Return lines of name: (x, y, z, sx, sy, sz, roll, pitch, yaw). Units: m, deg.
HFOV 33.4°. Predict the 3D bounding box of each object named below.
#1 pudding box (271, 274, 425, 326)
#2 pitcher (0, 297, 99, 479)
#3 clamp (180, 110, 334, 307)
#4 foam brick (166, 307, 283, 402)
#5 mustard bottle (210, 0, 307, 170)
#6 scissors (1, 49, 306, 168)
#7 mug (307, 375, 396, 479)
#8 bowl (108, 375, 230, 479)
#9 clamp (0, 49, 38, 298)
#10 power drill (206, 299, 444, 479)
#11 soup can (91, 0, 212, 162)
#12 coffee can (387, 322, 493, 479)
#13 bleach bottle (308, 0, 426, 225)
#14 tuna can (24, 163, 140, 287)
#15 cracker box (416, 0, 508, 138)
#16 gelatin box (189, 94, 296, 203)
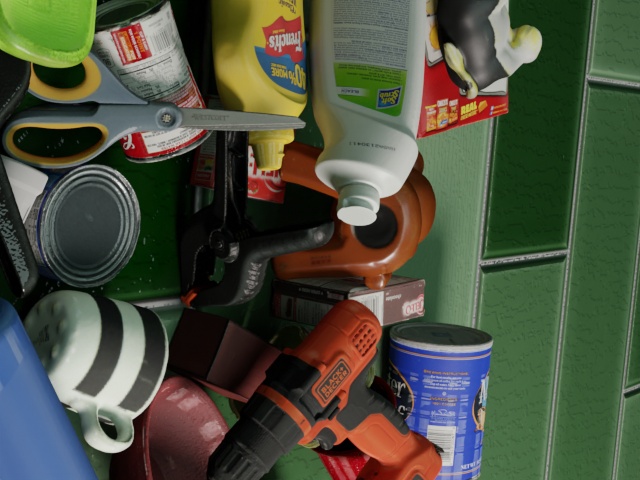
pudding box: (0.026, 0.051, 0.948, 0.113, 0.090, 0.039, -5, 100, -50)
pitcher: (-0.212, 0.164, 0.665, 0.149, 0.145, 0.243, -47, 128, -50)
clamp: (-0.055, 0.001, 0.798, 0.039, 0.120, 0.172, -18, 146, -39)
foam brick: (-0.077, 0.095, 0.861, 0.078, 0.053, 0.051, 37, 69, -48)
mustard bottle: (-0.045, -0.149, 0.810, 0.096, 0.058, 0.191, 5, 81, -64)
scissors: (-0.114, -0.100, 0.709, 0.201, 0.016, 0.096, -13, 113, -8)
mug: (0.035, 0.175, 1.000, 0.117, 0.093, 0.081, -95, 165, -47)
bowl: (-0.111, 0.186, 0.804, 0.162, 0.055, 0.162, 58, 19, -34)
clamp: (-0.235, -0.079, 0.629, 0.164, 0.036, 0.210, 11, 80, -34)
power drill: (0.011, 0.167, 0.856, 0.184, 0.057, 0.187, -47, 128, -18)
soup can: (-0.122, -0.115, 0.748, 0.068, 0.069, 0.102, -42, 127, -38)
coffee can: (0.116, 0.161, 1.071, 0.102, 0.103, 0.140, -6, 102, -50)
bleach bottle: (0.030, -0.128, 0.842, 0.068, 0.102, 0.251, 88, 7, -62)
tuna can: (-0.168, -0.012, 0.741, 0.085, 0.034, 0.086, -14, 108, -49)
cracker box: (0.109, -0.215, 1.009, 0.163, 0.072, 0.214, -21, 113, -47)
gelatin box: (-0.060, -0.072, 0.864, 0.089, 0.030, 0.073, 12, 88, -51)
